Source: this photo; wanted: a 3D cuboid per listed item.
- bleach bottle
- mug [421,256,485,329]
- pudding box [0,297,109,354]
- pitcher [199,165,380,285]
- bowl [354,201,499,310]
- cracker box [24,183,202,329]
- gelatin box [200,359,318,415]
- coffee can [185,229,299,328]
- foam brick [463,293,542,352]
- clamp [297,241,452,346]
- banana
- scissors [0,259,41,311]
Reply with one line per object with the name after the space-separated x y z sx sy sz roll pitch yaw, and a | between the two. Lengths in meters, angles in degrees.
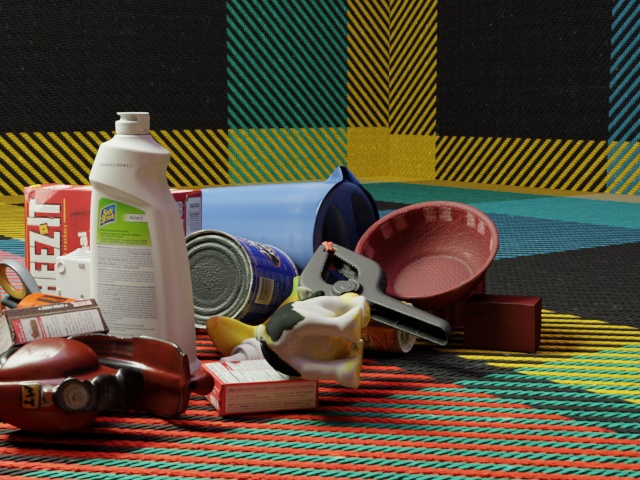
-0.164 0.008 0.991 0.103 0.251 0.068 2 8 16 | bleach bottle
0.144 0.058 1.266 0.117 0.081 0.093 -3 8 -19 | mug
-0.249 0.096 0.933 0.089 0.039 0.114 -7 -29 -40 | pudding box
-0.059 0.002 1.303 0.243 0.145 0.149 3 41 38 | pitcher
0.121 0.027 1.184 0.162 0.055 0.162 -11 38 8 | bowl
-0.245 0.019 1.250 0.214 0.164 0.072 4 6 25 | cracker box
-0.055 0.127 0.929 0.089 0.030 0.073 -2 9 -20 | gelatin box
-0.093 0.047 1.152 0.103 0.103 0.140 3 -6 20 | coffee can
0.197 0.087 1.146 0.078 0.053 0.051 3 8 20 | foam brick
0.039 0.062 1.090 0.164 0.036 0.210 -7 30 -1 | clamp
-0.061 0.090 1.075 0.037 0.069 0.197 -14 4 24 | banana
-0.296 0.069 1.169 0.202 0.096 0.016 2 20 39 | scissors
